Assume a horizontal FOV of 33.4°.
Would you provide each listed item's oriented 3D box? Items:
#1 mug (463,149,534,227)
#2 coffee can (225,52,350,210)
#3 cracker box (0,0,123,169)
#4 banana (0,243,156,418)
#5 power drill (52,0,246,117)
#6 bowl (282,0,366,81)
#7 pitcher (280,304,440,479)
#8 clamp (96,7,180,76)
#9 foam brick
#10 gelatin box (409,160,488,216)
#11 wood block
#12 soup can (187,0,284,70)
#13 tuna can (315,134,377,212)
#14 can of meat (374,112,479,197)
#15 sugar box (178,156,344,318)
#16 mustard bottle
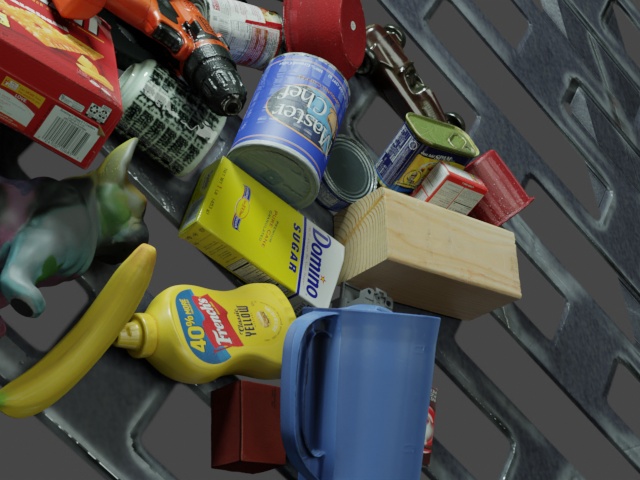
[{"bbox_3d":[0.196,-0.052,1.330,0.117,0.093,0.081,-35,90,-8],"label":"mug"},{"bbox_3d":[-0.034,-0.117,1.144,0.102,0.103,0.140,36,51,-22],"label":"coffee can"},{"bbox_3d":[-0.260,-0.170,0.927,0.164,0.072,0.214,30,19,-27],"label":"cracker box"},{"bbox_3d":[-0.206,0.086,0.912,0.037,0.070,0.197,37,66,12],"label":"banana"},{"bbox_3d":[-0.161,-0.200,1.000,0.187,0.057,0.185,28,19,-42],"label":"power drill"},{"bbox_3d":[0.013,-0.241,1.222,0.162,0.055,0.162,-2,90,-69],"label":"bowl"},{"bbox_3d":[0.032,0.181,1.008,0.149,0.145,0.243,5,84,-2],"label":"pitcher"},{"bbox_3d":[-0.227,-0.234,1.077,0.210,0.036,0.164,50,41,-11],"label":"clamp"},{"bbox_3d":[-0.068,0.178,1.010,0.052,0.051,0.078,17,60,-35],"label":"foam brick"},{"bbox_3d":[0.143,-0.046,1.268,0.073,0.089,0.030,18,32,-39],"label":"gelatin box"},{"bbox_3d":[0.123,0.019,1.222,0.205,0.091,0.090,17,59,-34],"label":"wood block"},{"bbox_3d":[-0.099,-0.227,1.165,0.102,0.069,0.068,6,67,-38],"label":"soup can"},{"bbox_3d":[0.022,-0.076,1.220,0.086,0.034,0.086,18,59,-33],"label":"tuna can"},{"bbox_3d":[0.124,-0.096,1.272,0.101,0.084,0.057,11,37,-36],"label":"can of meat"},{"bbox_3d":[-0.057,0.001,1.108,0.176,0.048,0.093,34,51,-22],"label":"sugar box"},{"bbox_3d":[-0.110,0.088,1.011,0.191,0.058,0.096,2,59,-39],"label":"mustard bottle"}]
